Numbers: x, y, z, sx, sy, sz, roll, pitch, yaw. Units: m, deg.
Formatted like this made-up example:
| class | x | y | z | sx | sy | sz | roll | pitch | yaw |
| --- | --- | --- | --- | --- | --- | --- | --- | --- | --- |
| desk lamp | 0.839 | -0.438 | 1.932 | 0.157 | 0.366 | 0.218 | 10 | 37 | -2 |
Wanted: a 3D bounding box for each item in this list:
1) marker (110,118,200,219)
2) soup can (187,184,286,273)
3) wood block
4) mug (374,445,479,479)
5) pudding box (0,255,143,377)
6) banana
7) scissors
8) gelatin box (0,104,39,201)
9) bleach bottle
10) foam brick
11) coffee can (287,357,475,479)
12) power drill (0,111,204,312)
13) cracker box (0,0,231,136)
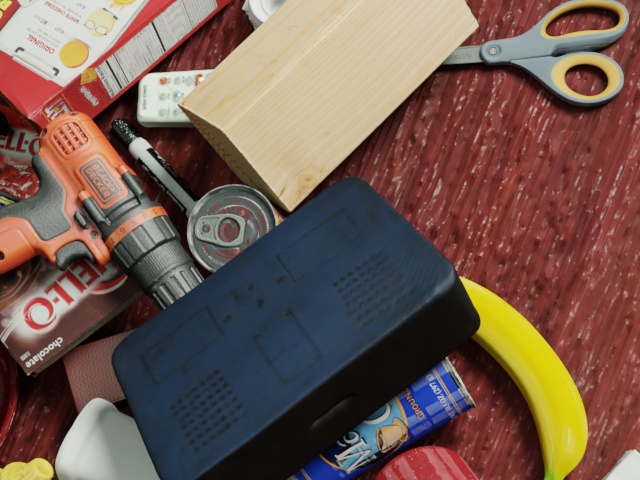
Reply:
| class | x | y | z | sx | sy | sz | roll | pitch | yaw |
| --- | --- | --- | --- | --- | --- | --- | --- | --- | --- |
| marker | -0.134 | -0.058 | 0.888 | 0.020 | 0.020 | 0.121 | -43 | 75 | 0 |
| soup can | -0.055 | 0.001 | 0.820 | 0.068 | 0.102 | 0.068 | -2 | 79 | 10 |
| wood block | 0.006 | -0.133 | 0.810 | 0.206 | 0.090 | 0.090 | -45 | 35 | -8 |
| mug | 0.086 | 0.210 | 0.760 | 0.093 | 0.081 | 0.117 | -18 | 121 | -11 |
| pudding box | -0.203 | 0.036 | 0.820 | 0.113 | 0.039 | 0.090 | -39 | 83 | -8 |
| banana | 0.142 | 0.093 | 0.792 | 0.069 | 0.037 | 0.198 | -23 | 70 | -23 |
| scissors | 0.151 | -0.134 | 0.850 | 0.202 | 0.016 | 0.096 | -18 | 77 | 7 |
| gelatin box | -0.254 | -0.071 | 0.908 | 0.089 | 0.030 | 0.073 | 19 | 84 | 13 |
| bleach bottle | -0.066 | 0.202 | 0.786 | 0.251 | 0.102 | 0.068 | 19 | 58 | 13 |
| foam brick | -0.155 | 0.103 | 0.847 | 0.078 | 0.051 | 0.053 | -18 | 78 | 7 |
| coffee can | 0.028 | 0.113 | 0.784 | 0.140 | 0.102 | 0.103 | -31 | 76 | 4 |
| power drill | -0.197 | 0.021 | 0.775 | 0.187 | 0.057 | 0.184 | -35 | 77 | -12 |
| cracker box | -0.195 | -0.203 | 0.878 | 0.213 | 0.072 | 0.164 | -43 | 70 | -10 |
